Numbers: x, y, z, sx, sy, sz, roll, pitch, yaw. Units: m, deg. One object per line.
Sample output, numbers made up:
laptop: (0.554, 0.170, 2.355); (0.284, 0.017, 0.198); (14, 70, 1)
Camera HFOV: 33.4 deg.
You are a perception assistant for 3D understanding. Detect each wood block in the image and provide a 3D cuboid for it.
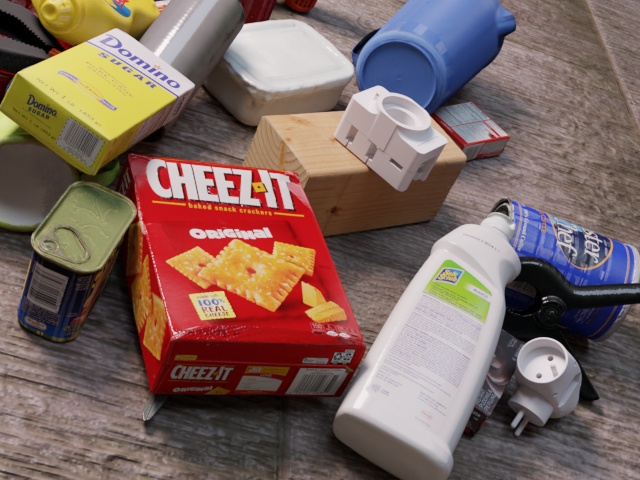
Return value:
wood block: (0.033, -0.069, 1.068); (0.205, 0.091, 0.090); (-9, 49, -38)

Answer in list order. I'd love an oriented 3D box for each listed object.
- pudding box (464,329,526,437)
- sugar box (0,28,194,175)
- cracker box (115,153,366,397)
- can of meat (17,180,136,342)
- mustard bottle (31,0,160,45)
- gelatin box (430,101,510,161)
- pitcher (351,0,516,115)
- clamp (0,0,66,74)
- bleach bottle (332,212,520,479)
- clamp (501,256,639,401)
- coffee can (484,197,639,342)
pudding box: (0.123, 0.109, 0.948); (0.090, 0.039, 0.113); (33, 37, 9)
sugar box: (-0.182, -0.123, 0.904); (0.093, 0.048, 0.176); (36, 30, -1)
cracker box: (-0.072, 0.025, 0.876); (0.164, 0.072, 0.214); (5, 42, -26)
can of meat: (-0.192, 0.017, 0.834); (0.057, 0.084, 0.102); (24, 36, -3)
mustard bottle: (-0.222, -0.223, 1.017); (0.096, 0.058, 0.191); (38, 18, -3)
gelatin box: (0.172, -0.130, 1.277); (0.089, 0.030, 0.073); (-14, 51, -41)
pitcher: (0.121, -0.227, 1.278); (0.145, 0.149, 0.242); (41, 34, 1)
clamp: (-0.322, -0.212, 0.981); (0.210, 0.036, 0.164); (26, 35, -5)
bleach bottle: (0.109, 0.076, 0.888); (0.102, 0.068, 0.250); (30, 57, 7)
clamp: (0.212, 0.075, 0.992); (0.171, 0.120, 0.039); (18, 2, 0)
coffee can: (0.228, 0.029, 1.055); (0.140, 0.103, 0.102); (21, 37, -7)
